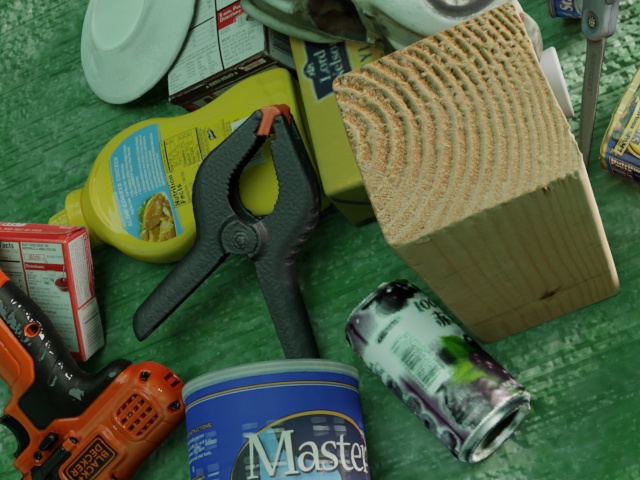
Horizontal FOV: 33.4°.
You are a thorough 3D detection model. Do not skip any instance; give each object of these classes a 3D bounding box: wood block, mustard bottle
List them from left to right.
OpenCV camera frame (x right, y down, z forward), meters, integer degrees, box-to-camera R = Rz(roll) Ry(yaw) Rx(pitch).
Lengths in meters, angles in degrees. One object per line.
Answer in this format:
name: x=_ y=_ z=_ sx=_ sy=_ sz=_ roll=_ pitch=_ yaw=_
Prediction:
mustard bottle: x=-0.093 y=-0.037 z=0.704 sx=0.192 sy=0.058 sz=0.096 roll=-19 pitch=75 yaw=13
wood block: x=0.089 y=-0.021 z=0.550 sx=0.091 sy=0.206 sz=0.090 roll=-23 pitch=67 yaw=12

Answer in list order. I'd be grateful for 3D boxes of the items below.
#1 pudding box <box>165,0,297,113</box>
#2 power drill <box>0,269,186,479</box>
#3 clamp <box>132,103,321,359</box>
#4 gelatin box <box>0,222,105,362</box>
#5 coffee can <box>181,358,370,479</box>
pudding box: x=-0.065 y=-0.153 z=0.733 sx=0.090 sy=0.039 sz=0.113 roll=-20 pitch=64 yaw=31
power drill: x=-0.200 y=0.102 z=0.666 sx=0.187 sy=0.057 sz=0.184 roll=44 pitch=97 yaw=-1
clamp: x=-0.054 y=0.001 z=0.649 sx=0.120 sy=0.039 sz=0.171 roll=5 pitch=99 yaw=4
gelatin box: x=-0.186 y=0.033 z=0.707 sx=0.073 sy=0.030 sz=0.089 roll=3 pitch=111 yaw=20
coffee can: x=-0.021 y=0.146 z=0.593 sx=0.103 sy=0.102 sz=0.140 roll=-13 pitch=69 yaw=16
